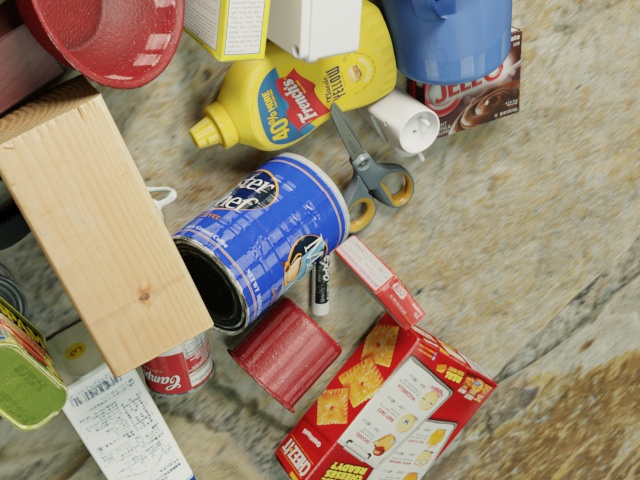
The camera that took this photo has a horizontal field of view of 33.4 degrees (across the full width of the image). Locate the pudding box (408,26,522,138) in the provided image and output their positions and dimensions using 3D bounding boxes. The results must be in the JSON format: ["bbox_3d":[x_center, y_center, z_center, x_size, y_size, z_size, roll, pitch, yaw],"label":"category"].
[{"bbox_3d":[0.140,-0.156,1.037,0.113,0.039,0.090,-20,128,-21],"label":"pudding box"}]

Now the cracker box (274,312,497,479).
[{"bbox_3d":[0.075,0.201,1.211,0.164,0.072,0.214,31,100,-42],"label":"cracker box"}]

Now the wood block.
[{"bbox_3d":[-0.173,-0.011,0.826,0.090,0.090,0.206,-28,117,-11],"label":"wood block"}]

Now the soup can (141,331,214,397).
[{"bbox_3d":[-0.141,0.086,0.995,0.068,0.069,0.102,-23,129,-19],"label":"soup can"}]

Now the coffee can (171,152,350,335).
[{"bbox_3d":[-0.056,0.001,0.941,0.140,0.103,0.103,-41,137,-33],"label":"coffee can"}]

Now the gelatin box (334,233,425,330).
[{"bbox_3d":[0.061,0.042,1.082,0.030,0.089,0.073,-42,133,-3],"label":"gelatin box"}]

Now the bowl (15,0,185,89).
[{"bbox_3d":[-0.170,-0.186,0.774,0.161,0.055,0.162,11,77,-56],"label":"bowl"}]

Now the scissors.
[{"bbox_3d":[0.027,-0.060,1.013,0.096,0.016,0.201,-45,148,11],"label":"scissors"}]

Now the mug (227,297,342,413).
[{"bbox_3d":[-0.031,0.115,1.082,0.081,0.093,0.117,-47,164,-4],"label":"mug"}]

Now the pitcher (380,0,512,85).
[{"bbox_3d":[0.098,-0.248,0.883,0.149,0.145,0.243,-29,134,-19],"label":"pitcher"}]

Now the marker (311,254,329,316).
[{"bbox_3d":[0.000,0.023,1.079,0.020,0.020,0.121,-16,127,-24],"label":"marker"}]

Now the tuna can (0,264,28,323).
[{"bbox_3d":[-0.293,0.057,0.900,0.086,0.034,0.086,-17,127,-24],"label":"tuna can"}]

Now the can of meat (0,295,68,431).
[{"bbox_3d":[-0.258,0.096,0.867,0.057,0.084,0.102,-40,133,-4],"label":"can of meat"}]

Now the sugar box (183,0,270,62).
[{"bbox_3d":[-0.069,-0.235,0.811,0.048,0.093,0.176,-7,123,-30],"label":"sugar box"}]

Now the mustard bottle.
[{"bbox_3d":[-0.028,-0.132,0.931,0.191,0.058,0.096,-30,136,-13],"label":"mustard bottle"}]

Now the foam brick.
[{"bbox_3d":[-0.241,-0.132,0.795,0.078,0.053,0.051,-35,132,-8],"label":"foam brick"}]
